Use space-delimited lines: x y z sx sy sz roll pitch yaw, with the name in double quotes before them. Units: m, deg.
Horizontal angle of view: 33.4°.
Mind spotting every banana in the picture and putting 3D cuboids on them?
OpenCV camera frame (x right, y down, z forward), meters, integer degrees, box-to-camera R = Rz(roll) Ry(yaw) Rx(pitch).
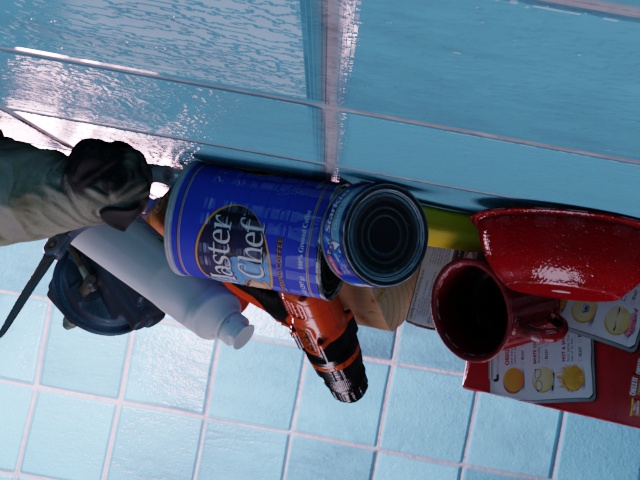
"banana" 0.103 -0.013 0.946 0.197 0.037 0.070 11 176 -26

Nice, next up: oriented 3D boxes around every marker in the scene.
"marker" -0.197 -0.070 1.066 0.121 0.020 0.020 8 176 33

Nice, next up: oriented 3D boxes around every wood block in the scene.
"wood block" 0.018 0.023 1.132 0.090 0.090 0.207 -39 -153 -30

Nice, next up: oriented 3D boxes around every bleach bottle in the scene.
"bleach bottle" -0.165 0.018 1.006 0.251 0.068 0.102 36 -178 23

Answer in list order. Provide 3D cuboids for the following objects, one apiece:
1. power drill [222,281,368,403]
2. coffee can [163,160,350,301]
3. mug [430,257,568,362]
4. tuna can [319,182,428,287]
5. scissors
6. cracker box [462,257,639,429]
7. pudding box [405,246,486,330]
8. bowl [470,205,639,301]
"power drill" -0.041 0.073 1.057 0.188 0.057 0.184 21 146 37
"coffee can" -0.050 -0.009 0.922 0.140 0.103 0.102 9 177 17
"mug" 0.168 0.060 0.948 0.081 0.093 0.117 -9 -157 -41
"tuna can" 0.044 -0.004 0.857 0.086 0.086 0.034 12 175 -30
"scissors" -0.215 -0.001 0.939 0.096 0.201 0.016 -5 144 27
"cracker box" 0.247 0.078 0.985 0.072 0.164 0.214 15 174 -43
"pudding box" 0.129 0.035 1.045 0.039 0.113 0.089 12 179 28
"bowl" 0.198 0.016 0.863 0.162 0.055 0.162 8 172 1
